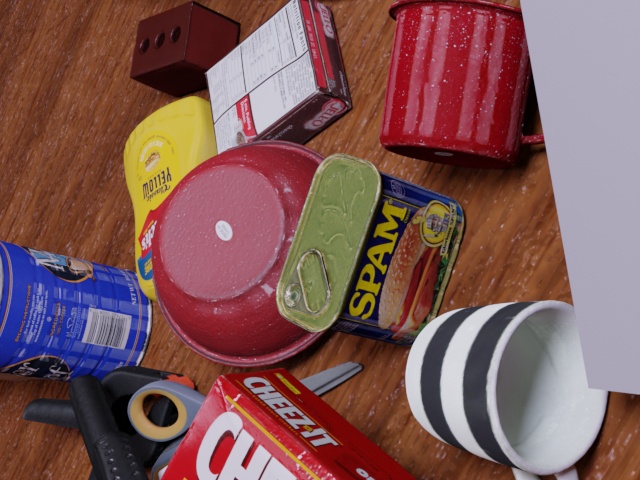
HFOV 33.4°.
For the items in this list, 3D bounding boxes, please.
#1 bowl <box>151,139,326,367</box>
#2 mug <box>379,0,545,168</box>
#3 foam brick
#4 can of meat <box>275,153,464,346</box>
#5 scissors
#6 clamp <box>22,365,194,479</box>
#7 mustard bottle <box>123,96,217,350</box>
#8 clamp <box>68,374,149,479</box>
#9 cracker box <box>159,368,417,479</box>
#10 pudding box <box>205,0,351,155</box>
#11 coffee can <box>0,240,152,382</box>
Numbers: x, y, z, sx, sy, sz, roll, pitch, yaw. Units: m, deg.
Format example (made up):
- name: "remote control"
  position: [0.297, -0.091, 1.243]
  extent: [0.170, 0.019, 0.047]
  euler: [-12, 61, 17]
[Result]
- name: "bowl"
  position: [-0.055, 0.001, 0.711]
  extent: [0.162, 0.055, 0.162]
  euler: [-6, 73, 21]
- name: "mug"
  position: [0.090, -0.085, 0.609]
  extent: [0.117, 0.093, 0.081]
  euler: [8, 88, 12]
- name: "foam brick"
  position: [-0.110, -0.154, 0.867]
  extent: [0.078, 0.051, 0.053]
  euler: [-7, 72, 47]
- name: "can of meat"
  position: [0.032, 0.009, 0.634]
  extent: [0.058, 0.083, 0.102]
  euler: [21, 94, 48]
- name: "scissors"
  position: [-0.065, 0.108, 0.734]
  extent: [0.096, 0.016, 0.202]
  euler: [49, 119, 9]
- name: "clamp"
  position: [-0.168, 0.142, 0.832]
  extent: [0.172, 0.039, 0.120]
  euler: [-45, 74, 25]
- name: "mustard bottle"
  position: [-0.102, -0.007, 0.806]
  extent: [0.096, 0.058, 0.191]
  euler: [-30, 58, 33]
- name: "clamp"
  position: [-0.130, 0.181, 0.711]
  extent: [0.210, 0.036, 0.164]
  euler: [-178, 74, -71]
- name: "cracker box"
  position: [-0.031, 0.202, 0.567]
  extent: [0.164, 0.072, 0.214]
  euler: [36, 106, 28]
- name: "pudding box"
  position: [-0.033, -0.111, 0.780]
  extent: [0.114, 0.039, 0.090]
  euler: [-31, 56, 35]
- name: "coffee can"
  position: [-0.221, 0.060, 0.852]
  extent: [0.103, 0.140, 0.103]
  euler: [-18, 65, 43]
